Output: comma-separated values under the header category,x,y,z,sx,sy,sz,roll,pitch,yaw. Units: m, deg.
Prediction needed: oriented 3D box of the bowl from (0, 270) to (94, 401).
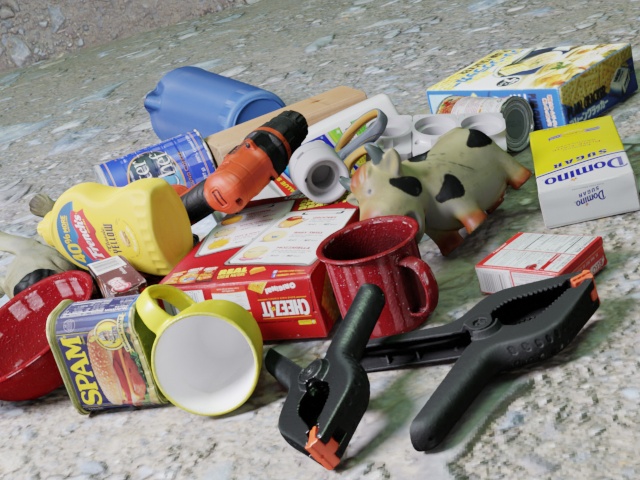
category,x,y,z,sx,sy,sz,roll,pitch,yaw
bowl,-0.272,0.102,1.025,0.162,0.055,0.162,-26,28,15

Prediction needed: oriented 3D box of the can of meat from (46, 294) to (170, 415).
category,x,y,z,sx,sy,sz,roll,pitch,yaw
can of meat,-0.178,0.098,0.930,0.084,0.102,0.057,-8,22,18

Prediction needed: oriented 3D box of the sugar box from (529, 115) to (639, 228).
category,x,y,z,sx,sy,sz,roll,pitch,yaw
sugar box,0.266,-0.074,1.090,0.093,0.048,0.176,-12,20,12

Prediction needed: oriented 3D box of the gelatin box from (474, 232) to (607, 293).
category,x,y,z,sx,sy,sz,roll,pitch,yaw
gelatin box,0.192,0.022,0.929,0.089,0.030,0.073,5,29,44

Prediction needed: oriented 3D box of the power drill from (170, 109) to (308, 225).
category,x,y,z,sx,sy,sz,roll,pitch,yaw
power drill,-0.109,-0.062,1.142,0.188,0.057,0.184,-30,12,37

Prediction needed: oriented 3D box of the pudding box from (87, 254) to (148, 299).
category,x,y,z,sx,sy,sz,roll,pitch,yaw
pudding box,-0.182,0.069,1.019,0.039,0.090,0.114,-21,20,-16

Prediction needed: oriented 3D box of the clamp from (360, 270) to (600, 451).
category,x,y,z,sx,sy,sz,roll,pitch,yaw
clamp,0.120,0.078,0.835,0.209,0.036,0.165,-28,24,-17

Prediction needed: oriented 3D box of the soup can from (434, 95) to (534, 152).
category,x,y,z,sx,sy,sz,roll,pitch,yaw
soup can,0.196,-0.141,1.281,0.068,0.068,0.102,-33,26,-35

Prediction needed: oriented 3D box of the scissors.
category,x,y,z,sx,sy,sz,roll,pitch,yaw
scissors,0.003,-0.060,1.153,0.202,0.016,0.096,-45,33,22

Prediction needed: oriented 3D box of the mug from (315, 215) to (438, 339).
category,x,y,z,sx,sy,sz,roll,pitch,yaw
mug,0.059,0.035,0.927,0.093,0.081,0.117,-32,25,-33

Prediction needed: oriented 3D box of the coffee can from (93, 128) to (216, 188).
category,x,y,z,sx,sy,sz,roll,pitch,yaw
coffee can,-0.209,-0.072,1.379,0.140,0.103,0.103,-22,21,-13

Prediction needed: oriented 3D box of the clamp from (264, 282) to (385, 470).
category,x,y,z,sx,sy,sz,roll,pitch,yaw
clamp,0.010,0.101,0.818,0.120,0.039,0.171,-45,24,14

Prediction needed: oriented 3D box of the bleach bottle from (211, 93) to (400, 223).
category,x,y,z,sx,sy,sz,roll,pitch,yaw
bleach bottle,-0.012,-0.078,1.272,0.250,0.102,0.068,-29,6,-12

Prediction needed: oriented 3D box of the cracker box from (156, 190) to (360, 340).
category,x,y,z,sx,sy,sz,roll,pitch,yaw
cracker box,-0.040,0.022,1.053,0.164,0.072,0.213,-6,22,23

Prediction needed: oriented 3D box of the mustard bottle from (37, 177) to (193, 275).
category,x,y,z,sx,sy,sz,roll,pitch,yaw
mustard bottle,-0.222,-0.013,1.098,0.192,0.096,0.058,0,28,36

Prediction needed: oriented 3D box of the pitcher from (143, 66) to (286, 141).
category,x,y,z,sx,sy,sz,roll,pitch,yaw
pitcher,-0.138,-0.181,1.585,0.149,0.145,0.243,-39,31,-19

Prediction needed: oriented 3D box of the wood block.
category,x,y,z,sx,sy,sz,roll,pitch,yaw
wood block,-0.037,-0.122,1.387,0.206,0.090,0.091,-23,20,-13
